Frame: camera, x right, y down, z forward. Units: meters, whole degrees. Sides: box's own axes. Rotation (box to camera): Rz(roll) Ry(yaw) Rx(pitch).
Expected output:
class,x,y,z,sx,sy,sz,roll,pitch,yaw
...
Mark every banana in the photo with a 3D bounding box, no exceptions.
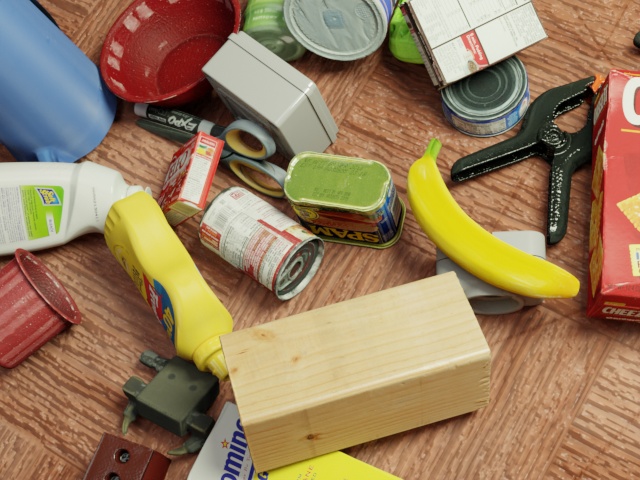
class,x,y,z,sx,sy,sz,roll,pitch,yaw
banana,0.133,-0.009,0.917,0.069,0.037,0.198,-38,64,-3

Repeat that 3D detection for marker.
class,x,y,z,sx,sy,sz,roll,pitch,yaw
marker,-0.137,-0.121,1.100,0.121,0.020,0.020,20,73,20

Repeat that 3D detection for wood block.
class,x,y,z,sx,sy,sz,roll,pitch,yaw
wood block,0.030,0.111,0.894,0.206,0.091,0.090,-15,51,-5

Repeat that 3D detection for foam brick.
class,x,y,z,sx,sy,sz,roll,pitch,yaw
foam brick,-0.176,0.217,0.948,0.053,0.051,0.078,15,72,18

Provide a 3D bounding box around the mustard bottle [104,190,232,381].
class,x,y,z,sx,sy,sz,roll,pitch,yaw
mustard bottle,-0.131,0.050,0.983,0.058,0.096,0.192,-26,63,-22

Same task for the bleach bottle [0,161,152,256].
class,x,y,z,sx,sy,sz,roll,pitch,yaw
bleach bottle,-0.292,-0.028,1.066,0.251,0.102,0.068,-1,24,6

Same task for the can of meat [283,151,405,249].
class,x,y,z,sx,sy,sz,roll,pitch,yaw
can of meat,0.022,-0.038,0.991,0.102,0.084,0.057,8,70,16

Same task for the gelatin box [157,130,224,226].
class,x,y,z,sx,sy,sz,roll,pitch,yaw
gelatin box,-0.130,-0.058,1.036,0.030,0.089,0.073,22,72,-20

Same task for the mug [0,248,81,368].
class,x,y,z,sx,sy,sz,roll,pitch,yaw
mug,-0.294,0.063,1.029,0.081,0.093,0.117,-39,34,0

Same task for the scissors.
class,x,y,z,sx,sy,sz,roll,pitch,yaw
scissors,-0.111,-0.105,1.051,0.202,0.096,0.016,30,58,20

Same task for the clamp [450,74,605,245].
class,x,y,z,sx,sy,sz,roll,pitch,yaw
clamp,0.218,-0.079,0.987,0.171,0.039,0.120,-42,77,-9

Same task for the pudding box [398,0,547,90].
class,x,y,z,sx,sy,sz,roll,pitch,yaw
pudding box,0.142,-0.204,0.995,0.113,0.039,0.090,-26,96,-6

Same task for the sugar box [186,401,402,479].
class,x,y,z,sx,sy,sz,roll,pitch,yaw
sugar box,-0.023,0.215,0.916,0.176,0.048,0.093,20,73,19

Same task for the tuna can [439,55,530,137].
class,x,y,z,sx,sy,sz,roll,pitch,yaw
tuna can,0.158,-0.145,1.031,0.086,0.033,0.086,-5,67,11

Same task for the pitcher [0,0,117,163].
class,x,y,z,sx,sy,sz,roll,pitch,yaw
pitcher,-0.314,-0.189,1.048,0.149,0.242,0.145,33,80,30

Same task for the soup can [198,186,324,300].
class,x,y,z,sx,sy,sz,roll,pitch,yaw
soup can,-0.057,0.001,1.002,0.102,0.068,0.068,33,78,24

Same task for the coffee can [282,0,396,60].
class,x,y,z,sx,sy,sz,roll,pitch,yaw
coffee can,0.031,-0.263,1.054,0.103,0.103,0.140,8,53,16

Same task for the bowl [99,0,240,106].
class,x,y,z,sx,sy,sz,roll,pitch,yaw
bowl,-0.145,-0.194,1.103,0.162,0.055,0.162,-12,57,19
